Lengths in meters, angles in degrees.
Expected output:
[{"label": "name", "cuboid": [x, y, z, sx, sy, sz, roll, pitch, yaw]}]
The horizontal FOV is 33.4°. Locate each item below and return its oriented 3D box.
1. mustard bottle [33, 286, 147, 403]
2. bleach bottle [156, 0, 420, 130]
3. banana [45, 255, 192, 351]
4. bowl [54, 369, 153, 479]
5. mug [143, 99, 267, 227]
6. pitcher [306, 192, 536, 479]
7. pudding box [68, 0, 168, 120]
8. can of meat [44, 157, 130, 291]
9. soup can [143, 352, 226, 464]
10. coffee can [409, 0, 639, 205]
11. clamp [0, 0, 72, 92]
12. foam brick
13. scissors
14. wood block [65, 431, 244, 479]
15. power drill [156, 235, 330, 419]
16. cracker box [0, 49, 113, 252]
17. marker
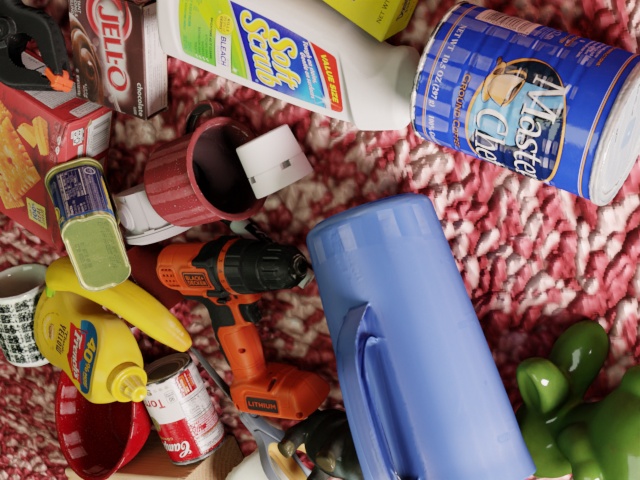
[{"label": "mustard bottle", "cuboid": [-0.240, 0.119, 1.141, 0.192, 0.058, 0.096, 32, 114, 43]}, {"label": "bleach bottle", "cuboid": [-0.012, -0.156, 0.846, 0.251, 0.068, 0.103, 24, 132, 21]}, {"label": "banana", "cuboid": [-0.213, 0.055, 1.079, 0.198, 0.037, 0.069, 20, 151, 29]}, {"label": "bowl", "cuboid": [-0.237, 0.191, 1.214, 0.162, 0.055, 0.162, -7, 80, 45]}, {"label": "mug", "cuboid": [-0.106, -0.069, 0.963, 0.082, 0.093, 0.117, -13, 78, 47]}, {"label": "pitcher", "cuboid": [0.067, 0.091, 0.844, 0.149, 0.145, 0.243, 134, 119, -77]}, {"label": "pudding box", "cuboid": [-0.185, -0.176, 0.980, 0.090, 0.039, 0.113, 21, 127, 28]}, {"label": "can of meat", "cuboid": [-0.222, -0.014, 1.029, 0.102, 0.057, 0.084, 81, 167, -45]}, {"label": "soup can", "cuboid": [-0.152, 0.182, 1.161, 0.069, 0.068, 0.102, -7, 111, 40]}, {"label": "coffee can", "cuboid": [0.147, -0.096, 0.732, 0.140, 0.102, 0.103, 24, 129, 24]}, {"label": "clamp", "cuboid": [-0.295, -0.207, 1.017, 0.171, 0.039, 0.120, 32, 104, 16]}, {"label": "foam brick", "cuboid": [-0.186, 0.043, 1.110, 0.051, 0.052, 0.078, -19, 104, 43]}, {"label": "scissors", "cuboid": [-0.057, 0.186, 1.104, 0.016, 0.096, 0.202, -48, 60, 25]}, {"label": "wood block", "cuboid": [-0.184, 0.281, 1.232, 0.207, 0.090, 0.090, -6, 112, 40]}, {"label": "power drill", "cuboid": [-0.058, 0.080, 1.018, 0.185, 0.057, 0.187, 1, 121, 44]}, {"label": "cracker box", "cuboid": [-0.318, -0.111, 1.102, 0.214, 0.072, 0.164, 31, 131, 19]}, {"label": "marker", "cuboid": [-0.057, 0.001, 1.008, 0.121, 0.020, 0.020, 39, 134, 12]}]
